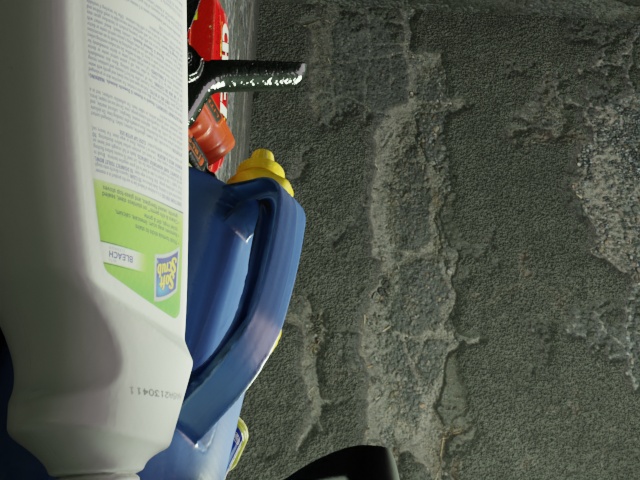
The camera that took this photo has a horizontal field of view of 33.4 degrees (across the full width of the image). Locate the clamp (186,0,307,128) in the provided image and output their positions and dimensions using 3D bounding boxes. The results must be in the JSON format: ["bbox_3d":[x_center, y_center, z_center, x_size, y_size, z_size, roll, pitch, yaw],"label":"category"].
[{"bbox_3d":[-0.084,-0.109,0.679,0.171,0.120,0.039,-50,-164,-23],"label":"clamp"}]

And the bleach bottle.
[{"bbox_3d":[-0.092,-0.019,0.401,0.102,0.068,0.251,20,63,-58],"label":"bleach bottle"}]

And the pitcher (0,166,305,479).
[{"bbox_3d":[-0.091,0.074,0.511,0.242,0.145,0.149,-84,-178,-51],"label":"pitcher"}]
